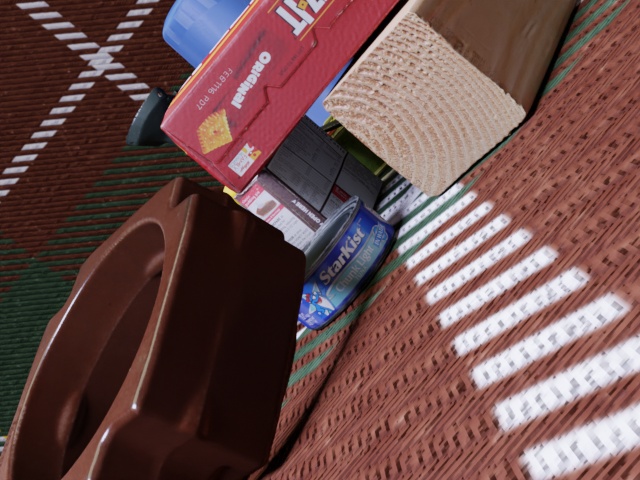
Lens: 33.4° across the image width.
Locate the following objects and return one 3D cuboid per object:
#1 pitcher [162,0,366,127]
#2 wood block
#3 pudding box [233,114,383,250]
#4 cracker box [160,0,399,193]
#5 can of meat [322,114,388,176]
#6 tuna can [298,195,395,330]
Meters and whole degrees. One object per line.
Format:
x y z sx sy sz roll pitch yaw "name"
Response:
-0.045 -0.199 1.187 0.145 0.243 0.149 -51 1 15 "pitcher"
0.093 -0.134 0.673 0.091 0.090 0.205 -44 10 43 "wood block"
-0.005 -0.037 0.783 0.039 0.090 0.113 -46 10 28 "pudding box"
-0.025 -0.129 0.718 0.164 0.072 0.213 -50 8 8 "cracker box"
0.035 -0.087 0.911 0.102 0.057 0.083 -46 12 37 "can of meat"
0.009 0.015 0.675 0.086 0.033 0.086 -50 8 9 "tuna can"
